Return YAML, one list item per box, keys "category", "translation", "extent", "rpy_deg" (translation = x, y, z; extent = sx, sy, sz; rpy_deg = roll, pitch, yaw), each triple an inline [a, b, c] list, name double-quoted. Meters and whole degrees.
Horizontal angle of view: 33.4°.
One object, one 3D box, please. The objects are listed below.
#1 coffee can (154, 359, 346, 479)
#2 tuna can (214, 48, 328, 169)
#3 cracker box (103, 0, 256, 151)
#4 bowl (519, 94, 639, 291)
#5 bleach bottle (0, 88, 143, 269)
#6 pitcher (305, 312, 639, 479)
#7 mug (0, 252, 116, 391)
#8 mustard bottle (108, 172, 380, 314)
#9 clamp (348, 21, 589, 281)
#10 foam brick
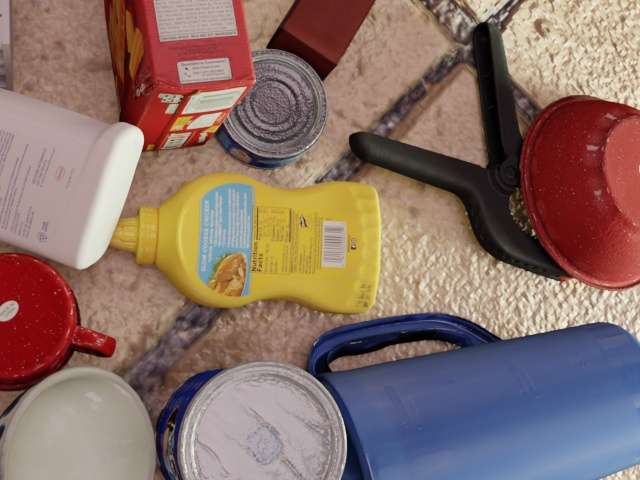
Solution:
- category: "coffee can"
  translation: [-0.051, 0.132, 0.700]
  extent: [0.102, 0.140, 0.103]
  rpy_deg: [2, 81, -14]
- category: "tuna can"
  translation: [-0.038, -0.098, 0.793]
  extent: [0.086, 0.034, 0.086]
  rpy_deg: [2, 81, -14]
- category: "cracker box"
  translation: [-0.110, -0.181, 0.720]
  extent: [0.072, 0.164, 0.214]
  rpy_deg: [-8, 84, -18]
- category: "bowl"
  translation: [0.233, -0.044, 0.824]
  extent: [0.161, 0.055, 0.162]
  rpy_deg: [8, 73, -27]
- category: "bleach bottle"
  translation: [-0.250, -0.070, 0.699]
  extent: [0.251, 0.068, 0.103]
  rpy_deg: [22, 102, 3]
- category: "pitcher"
  translation: [0.112, 0.125, 0.759]
  extent: [0.242, 0.145, 0.149]
  rpy_deg: [-12, 97, -20]
- category: "mug"
  translation: [-0.193, 0.056, 0.705]
  extent: [0.117, 0.082, 0.093]
  rpy_deg: [20, 77, -11]
- category: "mustard bottle"
  translation: [-0.055, 0.001, 0.761]
  extent: [0.191, 0.058, 0.096]
  rpy_deg: [4, 85, -14]
- category: "clamp"
  translation: [0.142, -0.059, 0.832]
  extent: [0.210, 0.036, 0.164]
  rpy_deg: [44, 69, -8]
- category: "foam brick"
  translation: [0.003, -0.169, 0.805]
  extent: [0.051, 0.053, 0.078]
  rpy_deg: [32, 76, -8]
